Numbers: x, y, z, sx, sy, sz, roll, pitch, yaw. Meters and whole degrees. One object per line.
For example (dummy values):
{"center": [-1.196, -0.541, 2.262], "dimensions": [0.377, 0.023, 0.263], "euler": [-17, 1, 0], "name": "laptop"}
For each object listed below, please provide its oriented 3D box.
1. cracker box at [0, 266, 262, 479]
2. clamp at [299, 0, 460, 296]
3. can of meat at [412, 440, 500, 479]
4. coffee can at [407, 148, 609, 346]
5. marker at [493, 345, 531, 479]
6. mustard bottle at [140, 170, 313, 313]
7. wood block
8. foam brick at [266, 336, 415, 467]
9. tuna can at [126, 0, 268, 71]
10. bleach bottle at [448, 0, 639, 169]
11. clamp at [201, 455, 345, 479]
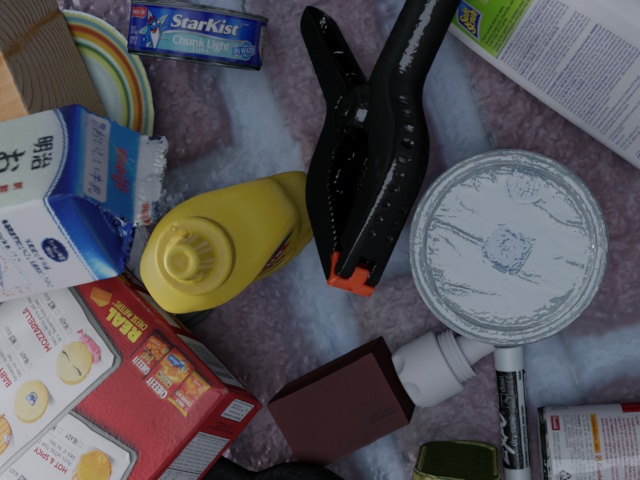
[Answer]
{"center": [-0.165, 0.126, 0.669], "dimensions": [0.164, 0.072, 0.214], "euler": [41, 90, 26], "name": "cracker box"}
{"center": [0.024, -0.072, 0.606], "dimensions": [0.036, 0.165, 0.210], "euler": [17, 77, -29], "name": "clamp"}
{"center": [0.083, 0.175, 0.658], "dimensions": [0.057, 0.102, 0.084], "euler": [3, 93, 8], "name": "can of meat"}
{"center": [0.107, -0.002, 0.617], "dimensions": [0.103, 0.140, 0.103], "euler": [1, 95, 9], "name": "coffee can"}
{"center": [0.125, 0.127, 0.687], "dimensions": [0.020, 0.020, 0.121], "euler": [-5, 95, 10], "name": "marker"}
{"center": [-0.054, 0.001, 0.618], "dimensions": [0.096, 0.191, 0.058], "euler": [-34, 89, 11], "name": "mustard bottle"}
{"center": [-0.258, -0.076, 0.682], "dimensions": [0.206, 0.090, 0.090], "euler": [-24, 89, 19], "name": "wood block"}
{"center": [0.015, 0.105, 0.687], "dimensions": [0.078, 0.051, 0.053], "euler": [-28, 91, 11], "name": "foam brick"}
{"center": [-0.077, -0.127, 0.664], "dimensions": [0.086, 0.086, 0.034], "euler": [9, 98, 8], "name": "tuna can"}
{"center": [0.134, -0.140, 0.626], "dimensions": [0.251, 0.068, 0.103], "euler": [36, 137, 6], "name": "bleach bottle"}
{"center": [-0.033, 0.185, 0.682], "dimensions": [0.172, 0.039, 0.120], "euler": [6, 120, 30], "name": "clamp"}
